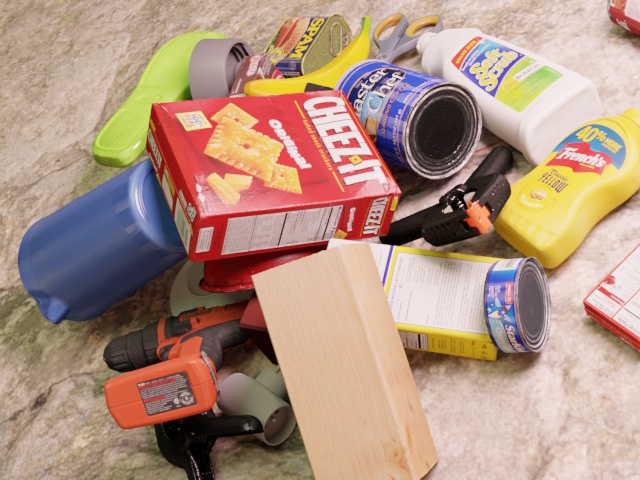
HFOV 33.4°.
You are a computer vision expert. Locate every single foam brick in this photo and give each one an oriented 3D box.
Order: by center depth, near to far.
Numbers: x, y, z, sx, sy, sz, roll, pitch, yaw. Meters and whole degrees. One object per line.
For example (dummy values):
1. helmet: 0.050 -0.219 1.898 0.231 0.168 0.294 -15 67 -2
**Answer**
1. foam brick: -0.036 0.088 1.080 0.053 0.078 0.051 5 58 33

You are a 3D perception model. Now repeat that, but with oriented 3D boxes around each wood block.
1. wood block: 0.024 0.113 0.936 0.091 0.090 0.206 -20 85 18

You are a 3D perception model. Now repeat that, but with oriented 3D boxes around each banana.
1. banana: -0.006 -0.198 1.284 0.197 0.069 0.037 -35 21 -27

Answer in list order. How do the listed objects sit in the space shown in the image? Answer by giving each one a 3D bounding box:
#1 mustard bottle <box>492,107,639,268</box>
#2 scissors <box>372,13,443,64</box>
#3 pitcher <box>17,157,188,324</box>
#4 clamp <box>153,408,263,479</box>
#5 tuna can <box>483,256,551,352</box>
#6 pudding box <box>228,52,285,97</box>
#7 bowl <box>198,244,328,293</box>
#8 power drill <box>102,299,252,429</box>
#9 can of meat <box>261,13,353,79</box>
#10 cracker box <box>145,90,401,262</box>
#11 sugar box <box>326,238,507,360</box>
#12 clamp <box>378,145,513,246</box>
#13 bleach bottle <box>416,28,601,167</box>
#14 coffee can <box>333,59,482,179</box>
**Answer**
1. mustard bottle: 0.257 -0.063 1.028 0.191 0.058 0.096 -42 38 -5
2. scissors: 0.093 -0.218 1.259 0.096 0.016 0.201 -8 37 17
3. pitcher: -0.220 -0.012 1.184 0.243 0.144 0.149 -26 80 45
4. clamp: -0.116 0.190 1.053 0.172 0.039 0.120 43 106 45
5. tuna can: 0.178 0.058 0.960 0.034 0.086 0.086 -6 53 31
6. pudding box: -0.072 -0.155 1.292 0.039 0.090 0.113 -3 55 34
7. bowl: -0.057 0.001 1.120 0.162 0.055 0.162 -15 13 3
8. power drill: -0.155 0.122 1.080 0.184 0.057 0.187 -17 15 11
9. can of meat: -0.021 -0.238 1.351 0.084 0.057 0.102 10 60 41
10. cracker box: -0.050 -0.072 1.068 0.213 0.072 0.164 -8 50 -23
11. sugar box: 0.086 0.055 1.015 0.176 0.048 0.093 6 56 16
12. clamp: 0.127 -0.028 1.035 0.165 0.036 0.210 -36 8 10
13. bleach bottle: 0.183 -0.171 1.161 0.102 0.068 0.251 -39 42 -10
14. coffee can: 0.089 -0.132 1.146 0.102 0.102 0.140 -47 36 -10
